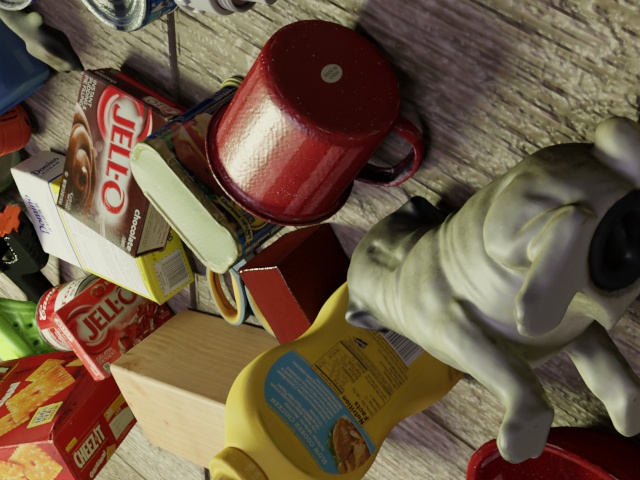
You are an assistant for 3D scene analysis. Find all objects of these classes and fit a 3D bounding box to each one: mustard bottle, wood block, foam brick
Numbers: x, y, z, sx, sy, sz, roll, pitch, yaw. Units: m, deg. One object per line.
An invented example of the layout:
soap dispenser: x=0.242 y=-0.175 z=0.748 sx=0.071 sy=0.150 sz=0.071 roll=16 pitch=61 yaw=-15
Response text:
mustard bottle: x=-0.001 y=0.102 z=0.652 sx=0.096 sy=0.191 sz=0.058 roll=51 pitch=148 yaw=1
wood block: x=-0.063 y=0.129 z=0.852 sx=0.207 sy=0.090 sz=0.090 roll=8 pitch=129 yaw=47
foam brick: x=-0.009 y=0.036 z=0.727 sx=0.051 sy=0.052 sz=0.078 roll=-7 pitch=116 yaw=54

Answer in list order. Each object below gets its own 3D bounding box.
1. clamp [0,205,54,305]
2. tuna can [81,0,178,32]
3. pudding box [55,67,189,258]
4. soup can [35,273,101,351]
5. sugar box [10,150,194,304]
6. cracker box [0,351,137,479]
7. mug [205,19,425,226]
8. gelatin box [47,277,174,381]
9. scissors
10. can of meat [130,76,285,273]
clamp: x=-0.305 y=0.016 z=1.032 sx=0.164 sy=0.036 sz=0.210 roll=27 pitch=154 yaw=-20
tuna can: x=-0.127 y=-0.177 z=0.679 sx=0.086 sy=0.033 sz=0.086 roll=32 pitch=143 yaw=28
pudding box: x=-0.142 y=-0.057 z=0.775 sx=0.090 sy=0.039 sz=0.114 roll=31 pitch=118 yaw=30
soup can: x=-0.220 y=0.068 z=1.007 sx=0.102 sy=0.068 sz=0.068 roll=-16 pitch=109 yaw=55
sugar box: x=-0.187 y=-0.015 z=0.906 sx=0.176 sy=0.048 sz=0.093 roll=22 pitch=136 yaw=43
cracker box: x=-0.285 y=0.176 z=1.040 sx=0.214 sy=0.164 sz=0.072 roll=-11 pitch=114 yaw=27
mug: x=0.003 y=-0.063 z=0.593 sx=0.117 sy=0.093 sz=0.082 roll=23 pitch=145 yaw=-13
gelatin box: x=-0.183 y=0.070 z=0.942 sx=0.073 sy=0.089 sz=0.030 roll=54 pitch=148 yaw=-5
scissors: x=-0.055 y=0.001 z=0.785 sx=0.096 sy=0.016 sz=0.202 roll=33 pitch=143 yaw=24
can of meat: x=-0.060 y=-0.041 z=0.684 sx=0.102 sy=0.083 sz=0.058 roll=49 pitch=148 yaw=4
